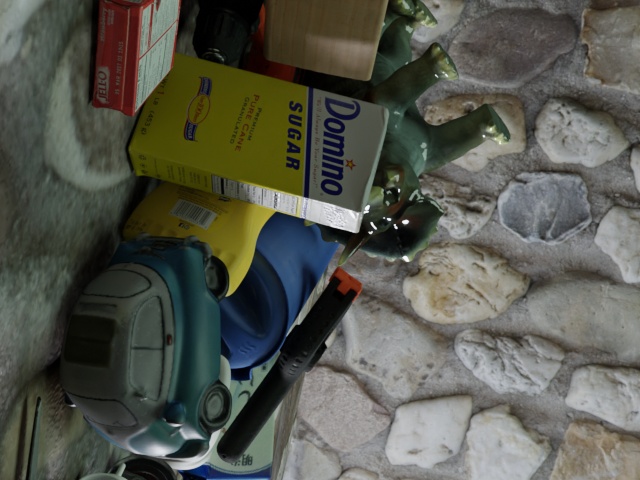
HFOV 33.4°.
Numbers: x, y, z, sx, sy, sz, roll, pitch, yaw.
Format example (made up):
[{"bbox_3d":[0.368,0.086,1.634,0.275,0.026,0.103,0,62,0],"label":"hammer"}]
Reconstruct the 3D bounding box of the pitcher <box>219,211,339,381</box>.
[{"bbox_3d":[-0.056,0.001,0.986,0.149,0.145,0.242,-54,179,28],"label":"pitcher"}]

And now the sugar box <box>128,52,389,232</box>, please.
[{"bbox_3d":[-0.044,-0.074,0.793,0.048,0.176,0.093,92,13,-66],"label":"sugar box"}]

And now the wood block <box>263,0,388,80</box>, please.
[{"bbox_3d":[0.012,-0.214,0.774,0.206,0.090,0.091,100,2,-67],"label":"wood block"}]

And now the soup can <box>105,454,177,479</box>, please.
[{"bbox_3d":[-0.161,0.245,0.963,0.102,0.068,0.068,98,7,-53],"label":"soup can"}]

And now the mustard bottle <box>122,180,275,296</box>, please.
[{"bbox_3d":[-0.068,-0.052,0.844,0.191,0.096,0.058,-60,163,-28],"label":"mustard bottle"}]

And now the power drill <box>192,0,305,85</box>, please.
[{"bbox_3d":[-0.058,-0.177,0.915,0.187,0.057,0.184,79,20,-57],"label":"power drill"}]

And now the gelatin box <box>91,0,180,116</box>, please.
[{"bbox_3d":[-0.116,-0.131,0.679,0.089,0.030,0.073,-69,172,-58],"label":"gelatin box"}]

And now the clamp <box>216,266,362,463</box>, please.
[{"bbox_3d":[-0.014,0.097,0.981,0.210,0.036,0.164,-58,174,33],"label":"clamp"}]
